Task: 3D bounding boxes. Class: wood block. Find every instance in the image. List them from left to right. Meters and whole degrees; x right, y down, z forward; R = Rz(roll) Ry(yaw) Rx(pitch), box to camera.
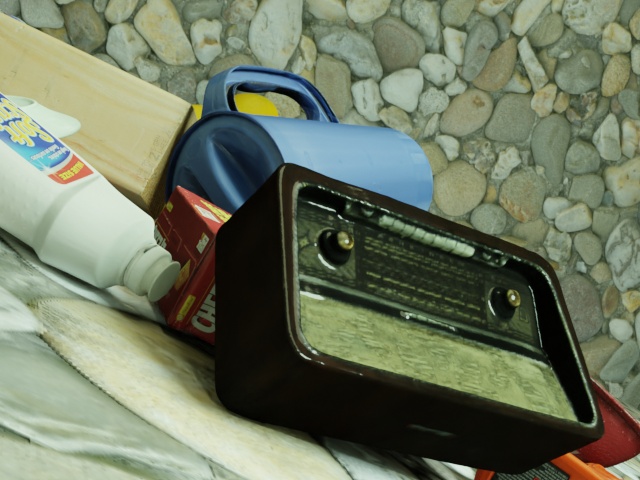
[{"bbox_3d":[-0.215,-0.109,0.905,0.206,0.090,0.091,26,-10,6],"label":"wood block"}]

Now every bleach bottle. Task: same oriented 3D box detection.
[{"bbox_3d":[-0.188,-0.043,0.661,0.251,0.068,0.102,34,13,16],"label":"bleach bottle"}]

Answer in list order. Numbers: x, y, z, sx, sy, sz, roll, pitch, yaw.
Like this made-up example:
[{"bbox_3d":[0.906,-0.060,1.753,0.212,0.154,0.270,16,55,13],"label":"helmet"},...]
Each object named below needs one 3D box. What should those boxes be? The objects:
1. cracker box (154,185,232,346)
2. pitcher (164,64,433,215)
[{"bbox_3d":[-0.012,0.054,0.734,0.213,0.072,0.164,29,3,-20],"label":"cracker box"},{"bbox_3d":[-0.008,-0.055,0.925,0.145,0.149,0.242,38,26,28],"label":"pitcher"}]
